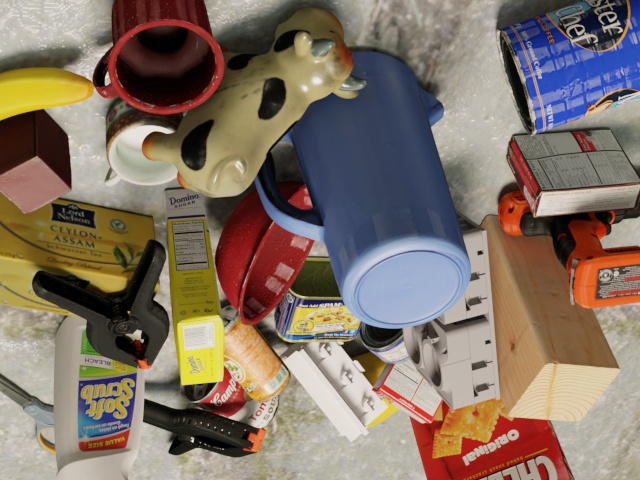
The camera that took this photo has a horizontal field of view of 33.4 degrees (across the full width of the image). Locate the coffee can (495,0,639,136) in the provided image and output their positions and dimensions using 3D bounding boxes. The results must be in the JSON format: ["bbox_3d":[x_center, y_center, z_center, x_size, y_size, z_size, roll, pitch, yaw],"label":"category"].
[{"bbox_3d":[0.241,-0.165,0.961,0.140,0.103,0.103,-18,136,5],"label":"coffee can"}]

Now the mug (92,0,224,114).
[{"bbox_3d":[-0.140,-0.160,0.886,0.117,0.081,0.093,-31,134,17],"label":"mug"}]

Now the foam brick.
[{"bbox_3d":[-0.258,-0.073,0.950,0.051,0.078,0.053,-27,135,11],"label":"foam brick"}]

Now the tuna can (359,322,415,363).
[{"bbox_3d":[0.085,0.093,1.199,0.086,0.086,0.033,-36,127,22],"label":"tuna can"}]

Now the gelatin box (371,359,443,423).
[{"bbox_3d":[0.112,0.152,1.216,0.073,0.089,0.030,34,161,-9],"label":"gelatin box"}]

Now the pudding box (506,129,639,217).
[{"bbox_3d":[0.254,-0.069,1.073,0.113,0.090,0.039,-6,135,-9],"label":"pudding box"}]

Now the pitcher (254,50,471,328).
[{"bbox_3d":[0.040,-0.043,0.934,0.149,0.243,0.144,-39,130,25],"label":"pitcher"}]

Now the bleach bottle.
[{"bbox_3d":[-0.224,0.191,1.103,0.102,0.251,0.068,15,130,-27],"label":"bleach bottle"}]

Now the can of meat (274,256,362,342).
[{"bbox_3d":[0.004,0.067,1.175,0.102,0.057,0.084,1,137,-15],"label":"can of meat"}]

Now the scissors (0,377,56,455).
[{"bbox_3d":[-0.318,0.194,1.254,0.096,0.016,0.202,-16,137,0],"label":"scissors"}]

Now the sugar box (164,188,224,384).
[{"bbox_3d":[-0.124,0.041,1.028,0.048,0.176,0.093,-6,135,-11],"label":"sugar box"}]

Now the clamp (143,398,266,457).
[{"bbox_3d":[-0.146,0.226,1.254,0.210,0.036,0.164,5,151,31],"label":"clamp"}]

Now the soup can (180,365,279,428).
[{"bbox_3d":[-0.105,0.177,1.250,0.069,0.068,0.102,-35,132,21],"label":"soup can"}]

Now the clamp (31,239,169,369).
[{"bbox_3d":[-0.197,0.067,0.996,0.120,0.039,0.171,-6,138,-5],"label":"clamp"}]

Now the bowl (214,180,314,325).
[{"bbox_3d":[-0.057,0.001,1.054,0.055,0.161,0.162,27,136,15],"label":"bowl"}]

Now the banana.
[{"bbox_3d":[-0.288,-0.104,0.923,0.198,0.037,0.069,-32,90,10],"label":"banana"}]

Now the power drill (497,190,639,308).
[{"bbox_3d":[0.291,-0.006,1.080,0.184,0.188,0.057,-9,117,-5],"label":"power drill"}]

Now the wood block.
[{"bbox_3d":[0.224,0.080,1.133,0.090,0.206,0.091,7,133,-20],"label":"wood block"}]

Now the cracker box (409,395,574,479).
[{"bbox_3d":[0.205,0.252,1.299,0.164,0.214,0.072,-24,136,11],"label":"cracker box"}]
